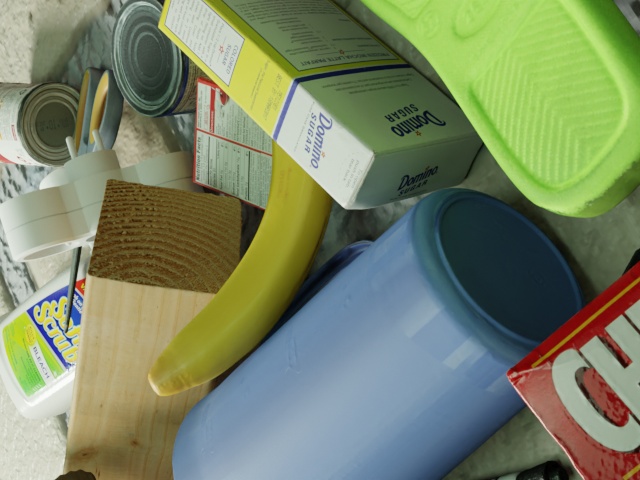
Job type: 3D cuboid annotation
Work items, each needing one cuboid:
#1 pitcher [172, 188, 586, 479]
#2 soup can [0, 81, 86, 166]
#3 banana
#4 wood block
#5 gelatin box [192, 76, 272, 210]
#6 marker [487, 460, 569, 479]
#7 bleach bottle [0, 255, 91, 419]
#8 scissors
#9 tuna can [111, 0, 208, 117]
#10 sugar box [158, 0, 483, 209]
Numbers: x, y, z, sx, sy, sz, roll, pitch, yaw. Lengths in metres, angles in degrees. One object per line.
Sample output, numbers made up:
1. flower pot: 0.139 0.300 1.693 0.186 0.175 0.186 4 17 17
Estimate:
1. pitcher: 0.027 0.074 0.591 0.149 0.144 0.243 50 129 10
2. soup can: -0.238 -0.095 0.859 0.102 0.068 0.068 8 106 45
3. banana: -0.035 0.002 0.612 0.070 0.037 0.197 15 76 10
4. wood block: -0.114 0.071 0.713 0.091 0.090 0.206 -93 15 -48
5. gelatin box: -0.044 -0.063 0.689 0.089 0.030 0.073 23 118 41
6. marker: 0.093 0.146 0.607 0.121 0.020 0.020 -32 77 46
7. bleach bottle: -0.176 0.054 0.840 0.251 0.067 0.102 -38 71 43
8. scissors: -0.168 -0.038 0.783 0.096 0.016 0.202 -26 60 59
9. tuna can: -0.108 -0.128 0.736 0.086 0.033 0.086 15 112 44
10. sugar box: -0.002 -0.090 0.590 0.176 0.093 0.048 48 132 28
